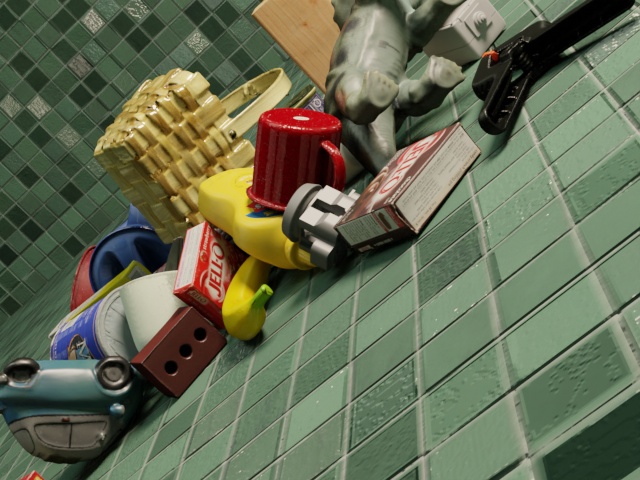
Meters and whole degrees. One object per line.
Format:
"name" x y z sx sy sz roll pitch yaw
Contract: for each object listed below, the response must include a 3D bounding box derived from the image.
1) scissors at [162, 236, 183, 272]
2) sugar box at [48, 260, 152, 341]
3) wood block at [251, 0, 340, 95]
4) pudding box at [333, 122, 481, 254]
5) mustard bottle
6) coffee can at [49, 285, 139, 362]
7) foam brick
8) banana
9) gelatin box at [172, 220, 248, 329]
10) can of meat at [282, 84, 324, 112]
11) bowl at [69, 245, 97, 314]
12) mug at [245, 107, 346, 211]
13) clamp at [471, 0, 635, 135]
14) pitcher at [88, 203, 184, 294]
"scissors" -0.186 0.043 1.190 0.202 0.096 0.016 86 -167 -58
"sugar box" -0.260 0.106 1.359 0.176 0.093 0.048 -37 14 32
"wood block" 0.013 -0.256 1.414 0.090 0.206 0.091 -42 13 12
"pudding box" 0.074 -0.044 0.912 0.113 0.039 0.090 -52 15 -30
"mustard bottle" -0.046 -0.017 1.066 0.096 0.058 0.192 -6 24 -27
"coffee can" -0.234 0.118 1.212 0.141 0.102 0.102 -29 19 50
"foam brick" -0.141 0.110 1.059 0.078 0.053 0.051 -50 13 -21
"banana" -0.067 0.056 1.033 0.069 0.037 0.198 -47 11 5
"gelatin box" -0.110 0.036 1.096 0.030 0.073 0.089 -25 40 30
"can of meat" -0.004 -0.159 1.434 0.057 0.084 0.102 -43 12 3
"bowl" -0.302 0.089 1.519 0.055 0.162 0.162 3 25 8
"mug" -0.016 -0.076 1.027 0.093 0.081 0.117 -9 25 -35
"clamp" 0.177 -0.154 0.952 0.164 0.036 0.210 -45 10 -5
"pitcher" -0.224 0.002 1.485 0.149 0.145 0.242 -44 9 16
